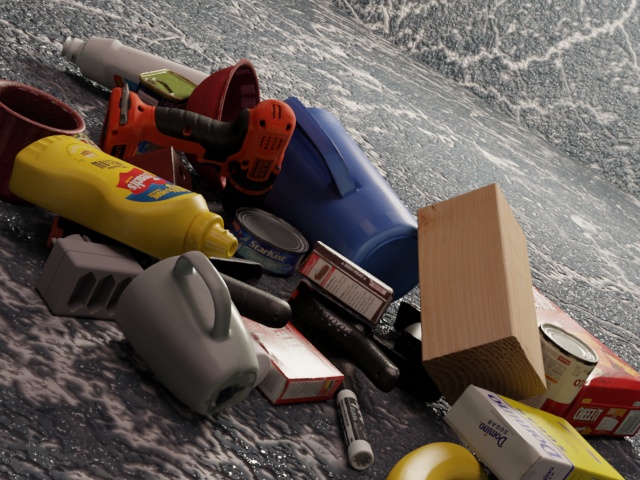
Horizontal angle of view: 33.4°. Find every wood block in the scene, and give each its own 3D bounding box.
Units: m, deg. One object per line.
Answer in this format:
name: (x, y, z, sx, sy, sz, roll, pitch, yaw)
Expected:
wood block: (0.153, 0.054, 1.035, 0.090, 0.091, 0.206, 55, 25, -36)

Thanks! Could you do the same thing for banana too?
banana: (0.087, 0.191, 0.821, 0.070, 0.037, 0.197, 36, 19, 25)

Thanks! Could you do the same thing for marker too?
marker: (0.025, 0.146, 0.878, 0.020, 0.020, 0.121, 24, 18, -16)

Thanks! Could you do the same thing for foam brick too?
foam brick: (-0.149, -0.038, 0.989, 0.053, 0.051, 0.078, 62, 15, -53)

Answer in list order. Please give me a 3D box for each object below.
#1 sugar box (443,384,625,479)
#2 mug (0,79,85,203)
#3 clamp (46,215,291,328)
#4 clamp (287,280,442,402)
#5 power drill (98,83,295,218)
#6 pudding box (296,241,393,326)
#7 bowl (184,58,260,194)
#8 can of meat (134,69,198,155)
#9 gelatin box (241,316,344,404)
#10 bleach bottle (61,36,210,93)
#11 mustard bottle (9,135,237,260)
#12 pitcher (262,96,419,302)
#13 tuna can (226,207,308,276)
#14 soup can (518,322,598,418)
sugar box: (0.191, 0.184, 0.935, 0.176, 0.048, 0.093, 28, 13, -49)
mug: (-0.278, -0.093, 0.964, 0.117, 0.082, 0.093, 41, 21, 31)
clamp: (-0.131, 0.020, 0.934, 0.210, 0.036, 0.164, 18, 6, -8)
clamp: (0.031, 0.093, 0.985, 0.172, 0.039, 0.120, 33, -1, 22)
power drill: (-0.133, -0.088, 1.101, 0.187, 0.185, 0.057, 6, 55, -16)
pudding box: (0.026, 0.044, 1.036, 0.090, 0.039, 0.113, 34, -5, 6)
bowl: (-0.118, -0.131, 1.232, 0.055, 0.162, 0.162, 7, 14, 13)
can of meat: (-0.188, -0.147, 1.239, 0.057, 0.084, 0.102, 31, 18, 5)
gelatin box: (-0.035, 0.098, 0.898, 0.073, 0.030, 0.089, 6, 29, -50)
bleach bottle: (-0.207, -0.196, 1.362, 0.251, 0.068, 0.103, 22, -19, -3)
mustard bottle: (-0.154, -0.028, 0.881, 0.192, 0.058, 0.096, 24, 17, 18)
pitcher: (0.018, -0.044, 1.192, 0.149, 0.145, 0.243, 15, 26, -40)
tuna can: (-0.057, 0.001, 1.119, 0.086, 0.034, 0.086, 26, 18, -10)
soup can: (0.218, 0.140, 1.049, 0.068, 0.102, 0.068, 26, 18, -9)
